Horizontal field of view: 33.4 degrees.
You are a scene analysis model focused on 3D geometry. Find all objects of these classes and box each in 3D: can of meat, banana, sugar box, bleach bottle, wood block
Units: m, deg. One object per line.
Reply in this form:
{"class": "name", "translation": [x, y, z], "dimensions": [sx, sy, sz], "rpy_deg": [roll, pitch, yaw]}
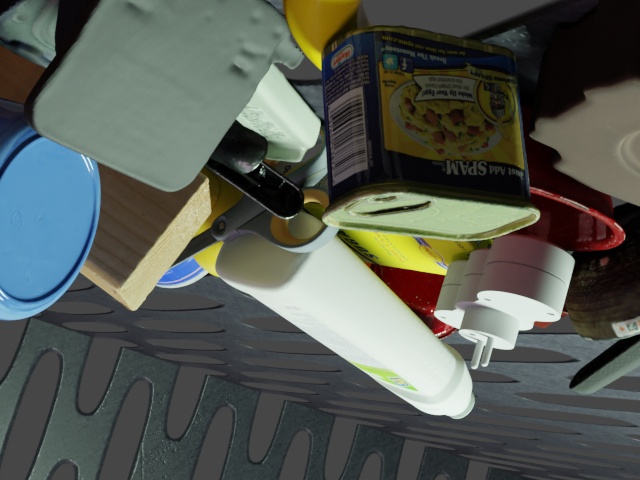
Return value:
{"class": "can of meat", "translation": [0.050, -0.050, 0.505], "dimensions": [0.101, 0.084, 0.058], "rpy_deg": [5, 163, -29]}
{"class": "banana", "translation": [0.016, -0.114, 0.498], "dimensions": [0.069, 0.037, 0.197], "rpy_deg": [-5, 165, 7]}
{"class": "sugar box", "translation": [0.050, -0.015, 0.795], "dimensions": [0.177, 0.048, 0.093], "rpy_deg": [5, 154, 38]}
{"class": "bleach bottle", "translation": [0.037, 0.069, 0.828], "dimensions": [0.103, 0.068, 0.250], "rpy_deg": [15, 159, 50]}
{"class": "wood block", "translation": [-0.179, -0.055, 0.691], "dimensions": [0.206, 0.090, 0.091], "rpy_deg": [36, 168, 4]}

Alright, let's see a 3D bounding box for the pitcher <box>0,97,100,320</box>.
{"class": "pitcher", "translation": [-0.248, -0.025, 0.576], "dimensions": [0.243, 0.144, 0.149], "rpy_deg": [13, 133, 23]}

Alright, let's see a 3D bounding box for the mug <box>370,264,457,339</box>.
{"class": "mug", "translation": [0.097, 0.028, 0.888], "dimensions": [0.117, 0.093, 0.081], "rpy_deg": [-15, 162, -4]}

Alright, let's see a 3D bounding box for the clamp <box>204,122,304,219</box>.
{"class": "clamp", "translation": [-0.083, -0.069, 0.682], "dimensions": [0.172, 0.039, 0.120], "rpy_deg": [33, 169, 26]}

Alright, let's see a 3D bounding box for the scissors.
{"class": "scissors", "translation": [-0.055, 0.001, 0.749], "dimensions": [0.202, 0.096, 0.016], "rpy_deg": [-43, 143, 24]}
